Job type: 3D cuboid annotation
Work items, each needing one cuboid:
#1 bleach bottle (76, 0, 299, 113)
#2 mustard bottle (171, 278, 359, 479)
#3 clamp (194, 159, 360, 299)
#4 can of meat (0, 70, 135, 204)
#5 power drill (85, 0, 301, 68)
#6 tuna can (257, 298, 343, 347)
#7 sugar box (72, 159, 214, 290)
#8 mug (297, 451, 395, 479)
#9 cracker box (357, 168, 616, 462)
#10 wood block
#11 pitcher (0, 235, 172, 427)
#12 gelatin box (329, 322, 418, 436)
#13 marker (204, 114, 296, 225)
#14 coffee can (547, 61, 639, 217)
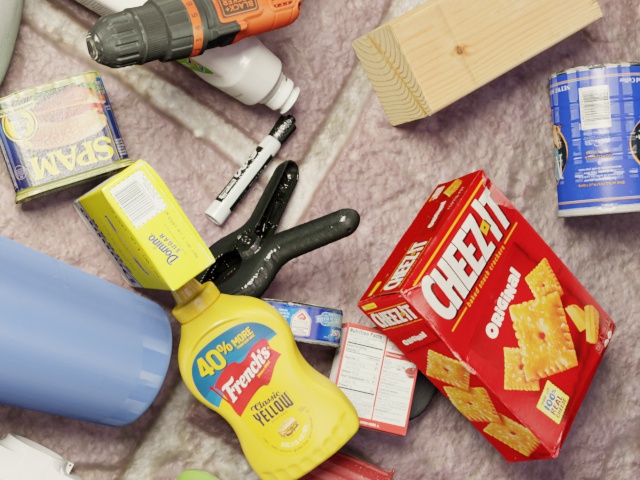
[{"bbox_3d":[-0.127,-0.188,0.908,0.250,0.103,0.068,32,89,-23],"label":"bleach bottle"},{"bbox_3d":[-0.059,0.104,0.872,0.096,0.058,0.191,-36,100,6],"label":"mustard bottle"},{"bbox_3d":[-0.056,0.001,0.935,0.171,0.120,0.039,-35,126,0],"label":"clamp"},{"bbox_3d":[-0.217,-0.086,0.886,0.102,0.058,0.084,-19,93,-19],"label":"can of meat"},{"bbox_3d":[-0.120,-0.234,0.828,0.184,0.057,0.187,-22,95,-32],"label":"power drill"},{"bbox_3d":[-0.023,0.072,0.936,0.086,0.086,0.034,10,84,-20],"label":"tuna can"},{"bbox_3d":[-0.146,-0.008,0.845,0.048,0.176,0.093,-37,100,-19],"label":"sugar box"},{"bbox_3d":[0.007,0.238,0.940,0.081,0.093,0.117,22,113,7],"label":"mug"},{"bbox_3d":[0.158,0.068,0.962,0.213,0.072,0.164,47,55,-16],"label":"cracker box"},{"bbox_3d":[0.148,-0.198,1.003,0.205,0.090,0.091,-30,100,-18],"label":"wood block"},{"bbox_3d":[-0.242,0.057,0.822,0.242,0.145,0.149,24,68,-36],"label":"pitcher"},{"bbox_3d":[0.046,0.123,0.953,0.073,0.030,0.089,14,79,-12],"label":"gelatin box"},{"bbox_3d":[-0.061,-0.066,0.961,0.020,0.020,0.121,41,76,-15],"label":"marker"},{"bbox_3d":[0.278,-0.095,1.040,0.102,0.103,0.140,-4,90,-20],"label":"coffee can"}]
